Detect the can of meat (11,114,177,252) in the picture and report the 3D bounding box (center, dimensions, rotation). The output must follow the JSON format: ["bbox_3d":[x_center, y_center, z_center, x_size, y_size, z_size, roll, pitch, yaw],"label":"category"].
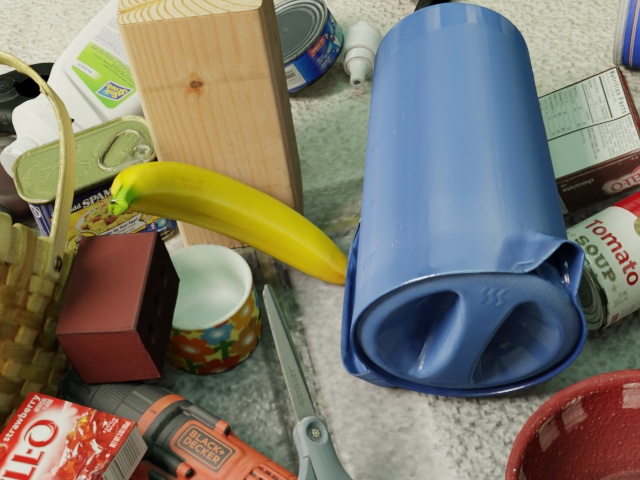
[{"bbox_3d":[-0.158,-0.031,0.770,0.102,0.084,0.057,-22,48,-11],"label":"can of meat"}]

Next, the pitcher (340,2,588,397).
[{"bbox_3d":[0.080,-0.029,0.680,0.149,0.145,0.243,-4,52,8],"label":"pitcher"}]

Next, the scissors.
[{"bbox_3d":[-0.016,0.122,0.591,0.096,0.016,0.202,-18,71,-40],"label":"scissors"}]

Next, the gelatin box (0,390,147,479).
[{"bbox_3d":[-0.149,0.131,0.583,0.073,0.030,0.089,11,48,22],"label":"gelatin box"}]

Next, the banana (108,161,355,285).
[{"bbox_3d":[-0.063,-0.014,0.703,0.197,0.037,0.070,16,39,-38],"label":"banana"}]

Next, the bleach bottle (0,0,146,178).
[{"bbox_3d":[-0.167,-0.135,0.856,0.102,0.068,0.250,33,53,9],"label":"bleach bottle"}]

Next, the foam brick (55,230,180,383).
[{"bbox_3d":[-0.122,0.040,0.650,0.051,0.053,0.078,-3,50,9],"label":"foam brick"}]

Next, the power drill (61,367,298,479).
[{"bbox_3d":[-0.125,0.165,0.606,0.185,0.057,0.187,25,56,28],"label":"power drill"}]

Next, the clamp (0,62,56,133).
[{"bbox_3d":[-0.271,-0.122,0.901,0.171,0.039,0.120,-14,52,-12],"label":"clamp"}]

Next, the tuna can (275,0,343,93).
[{"bbox_3d":[-0.024,-0.161,0.882,0.086,0.033,0.086,-21,44,21],"label":"tuna can"}]

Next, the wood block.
[{"bbox_3d":[-0.068,-0.095,0.732,0.091,0.206,0.090,-6,48,3],"label":"wood block"}]
